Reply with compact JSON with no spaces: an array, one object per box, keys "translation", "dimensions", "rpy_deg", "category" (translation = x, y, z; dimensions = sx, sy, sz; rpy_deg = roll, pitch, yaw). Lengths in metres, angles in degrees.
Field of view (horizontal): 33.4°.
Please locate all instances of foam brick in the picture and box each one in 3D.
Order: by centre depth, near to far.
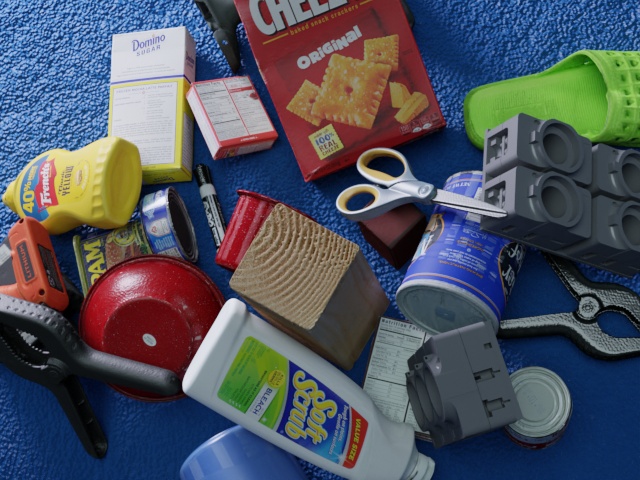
[{"translation":[0.076,-0.014,1.106],"dimensions":[0.053,0.078,0.051],"rpy_deg":[-45,70,-6],"category":"foam brick"}]

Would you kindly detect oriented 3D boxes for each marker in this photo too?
[{"translation":[-0.118,-0.031,1.181],"dimensions":[0.020,0.020,0.121],"rpy_deg":[-20,71,5],"category":"marker"}]

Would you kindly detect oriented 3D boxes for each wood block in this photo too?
[{"translation":[-0.005,0.051,1.034],"dimensions":[0.091,0.206,0.090],"rpy_deg":[28,80,18],"category":"wood block"}]

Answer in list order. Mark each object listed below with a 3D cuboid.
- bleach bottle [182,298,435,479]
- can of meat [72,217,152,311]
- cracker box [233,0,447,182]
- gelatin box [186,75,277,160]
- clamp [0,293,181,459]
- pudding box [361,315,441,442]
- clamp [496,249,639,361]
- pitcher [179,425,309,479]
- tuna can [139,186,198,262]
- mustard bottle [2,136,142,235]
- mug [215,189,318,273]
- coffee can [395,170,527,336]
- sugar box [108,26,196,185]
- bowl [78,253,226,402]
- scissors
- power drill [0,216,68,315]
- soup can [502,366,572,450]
[{"translation":[0.000,0.158,1.011],"dimensions":[0.250,0.068,0.102],"rpy_deg":[30,92,-10],"category":"bleach bottle"},{"translation":[-0.214,0.032,1.162],"dimensions":[0.084,0.057,0.102],"rpy_deg":[-17,71,3],"category":"can of meat"},{"translation":[0.021,-0.190,1.131],"dimensions":[0.164,0.072,0.214],"rpy_deg":[-21,97,5],"category":"cracker box"},{"translation":[-0.099,-0.138,1.186],"dimensions":[0.073,0.030,0.089],"rpy_deg":[-14,67,-30],"category":"gelatin box"},{"translation":[-0.249,0.121,1.063],"dimensions":[0.165,0.036,0.210],"rpy_deg":[-34,108,33],"category":"clamp"},{"translation":[0.090,0.139,1.078],"dimensions":[0.090,0.039,0.113],"rpy_deg":[12,74,13],"category":"pudding box"},{"translation":[0.264,0.061,1.067],"dimensions":[0.171,0.039,0.120],"rpy_deg":[15,82,12],"category":"clamp"},{"translation":[-0.027,0.295,1.016],"dimensions":[0.145,0.149,0.243],"rpy_deg":[-38,66,14],"category":"pitcher"},{"translation":[-0.163,-0.012,1.149],"dimensions":[0.034,0.086,0.086],"rpy_deg":[-18,71,7],"category":"tuna can"},{"translation":[-0.284,-0.055,1.179],"dimensions":[0.192,0.058,0.096],"rpy_deg":[-6,73,36],"category":"mustard bottle"},{"translation":[-0.057,0.001,1.112],"dimensions":[0.093,0.117,0.081],"rpy_deg":[23,83,-11],"category":"mug"},{"translation":[0.146,0.017,1.050],"dimensions":[0.103,0.103,0.140],"rpy_deg":[18,61,16],"category":"coffee can"},{"translation":[-0.192,-0.153,1.219],"dimensions":[0.093,0.048,0.176],"rpy_deg":[-4,70,12],"category":"sugar box"},{"translation":[-0.174,0.097,1.100],"dimensions":[0.162,0.055,0.162],"rpy_deg":[0,99,0],"category":"bowl"},{"translation":[0.085,-0.034,1.032],"dimensions":[0.096,0.016,0.202],"rpy_deg":[-44,40,-4],"category":"scissors"},{"translation":[-0.373,0.046,1.130],"dimensions":[0.188,0.057,0.184],"rpy_deg":[-25,74,7],"category":"power drill"},{"translation":[0.203,0.160,1.014],"dimensions":[0.068,0.102,0.068],"rpy_deg":[-3,73,10],"category":"soup can"}]
